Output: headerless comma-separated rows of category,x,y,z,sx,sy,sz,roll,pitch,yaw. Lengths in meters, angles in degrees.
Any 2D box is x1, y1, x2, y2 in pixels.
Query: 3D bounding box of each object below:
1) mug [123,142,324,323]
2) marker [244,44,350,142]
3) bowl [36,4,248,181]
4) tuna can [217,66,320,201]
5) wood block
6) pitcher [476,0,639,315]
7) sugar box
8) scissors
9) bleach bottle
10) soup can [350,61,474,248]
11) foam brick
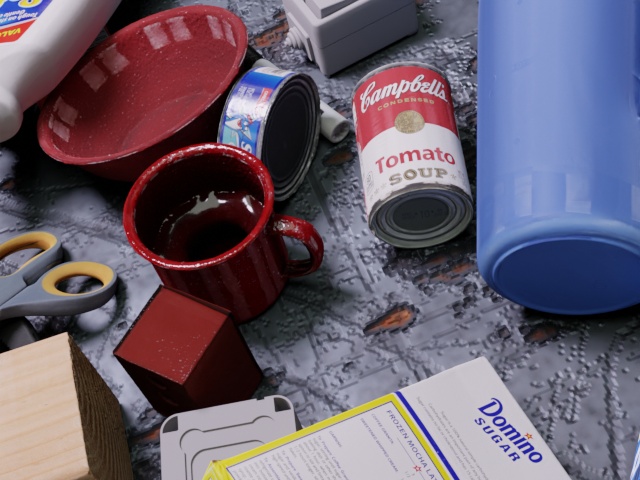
mug,-0.054,0.001,0.662,0.117,0.081,0.093,3,57,14
marker,-0.025,-0.109,0.769,0.020,0.020,0.121,-39,57,-15
bowl,-0.113,-0.092,0.741,0.162,0.055,0.162,-16,42,15
tuna can,-0.033,-0.071,0.705,0.034,0.086,0.086,15,60,22
wood block,-0.217,0.140,0.598,0.206,0.091,0.090,-18,55,-1
pitcher,0.161,-0.086,0.642,0.145,0.149,0.242,2,60,11
sugar box,0.035,0.128,0.532,0.175,0.048,0.093,-14,58,-34
scissors,-0.190,0.048,0.646,0.096,0.016,0.201,12,29,3
bleach bottle,-0.205,-0.151,0.763,0.103,0.068,0.250,7,52,12
soup can,0.058,-0.054,0.685,0.068,0.068,0.102,-10,56,6
foam brick,-0.076,0.072,0.622,0.053,0.078,0.051,19,62,25
